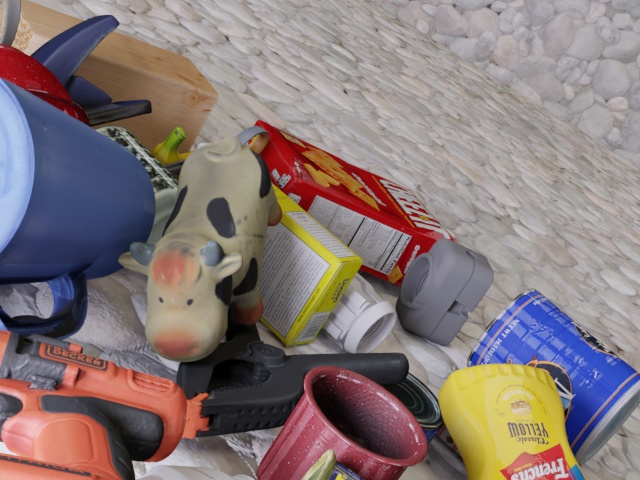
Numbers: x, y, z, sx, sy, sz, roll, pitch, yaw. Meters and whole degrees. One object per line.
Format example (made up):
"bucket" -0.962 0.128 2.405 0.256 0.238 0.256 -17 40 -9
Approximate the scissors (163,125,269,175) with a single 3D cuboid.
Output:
"scissors" -0.110 -0.060 1.014 0.016 0.096 0.201 37 33 11

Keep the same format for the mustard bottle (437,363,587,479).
"mustard bottle" 0.156 0.186 0.808 0.096 0.058 0.191 4 48 -20

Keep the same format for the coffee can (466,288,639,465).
"coffee can" 0.226 0.128 1.016 0.140 0.103 0.102 41 22 24

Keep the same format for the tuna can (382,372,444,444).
"tuna can" 0.057 0.134 0.862 0.086 0.034 0.086 27 21 -12

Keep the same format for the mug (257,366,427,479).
"mug" 0.012 0.140 0.717 0.093 0.082 0.117 30 21 -5

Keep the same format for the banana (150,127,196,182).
"banana" -0.126 -0.074 1.036 0.037 0.070 0.197 61 11 3

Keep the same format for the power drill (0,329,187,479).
"power drill" -0.148 0.090 0.500 0.184 0.057 0.188 15 11 -14

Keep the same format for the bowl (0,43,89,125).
"bowl" -0.253 -0.100 0.775 0.161 0.162 0.055 6 68 -49

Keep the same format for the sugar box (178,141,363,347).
"sugar box" -0.056 0.001 0.923 0.176 0.093 0.048 42 22 25

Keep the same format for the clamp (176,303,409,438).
"clamp" -0.032 0.097 0.780 0.165 0.036 0.209 17 19 15

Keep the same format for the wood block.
"wood block" -0.219 -0.155 1.052 0.205 0.091 0.090 13 27 -40

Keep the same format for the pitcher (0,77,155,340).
"pitcher" -0.192 -0.021 0.688 0.145 0.149 0.242 23 1 12

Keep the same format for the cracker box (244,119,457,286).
"cracker box" 0.026 -0.036 1.140 0.213 0.072 0.164 22 18 -26
